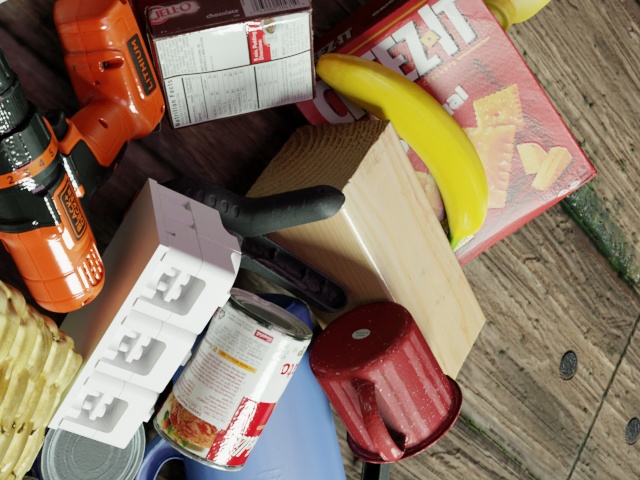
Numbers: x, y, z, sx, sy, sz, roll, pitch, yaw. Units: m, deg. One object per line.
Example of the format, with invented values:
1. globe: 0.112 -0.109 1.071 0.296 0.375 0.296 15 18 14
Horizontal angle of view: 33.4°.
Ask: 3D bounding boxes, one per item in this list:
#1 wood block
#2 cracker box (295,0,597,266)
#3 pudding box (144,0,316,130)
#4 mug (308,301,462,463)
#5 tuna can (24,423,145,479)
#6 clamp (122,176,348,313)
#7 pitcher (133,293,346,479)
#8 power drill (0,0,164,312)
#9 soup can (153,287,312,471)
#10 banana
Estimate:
1. wood block: 0.040 0.016 0.826 0.090 0.091 0.206 -56 131 -35
2. cracker box: 0.096 -0.095 0.855 0.164 0.072 0.213 -34 114 12
3. pudding box: -0.061 -0.130 0.750 0.113 0.039 0.090 -12 144 -7
4. mug: 0.043 0.104 0.755 0.081 0.093 0.117 60 20 -26
5. tuna can: -0.168 0.146 0.759 0.085 0.034 0.086 -7 100 -40
6. clamp: -0.055 0.001 0.764 0.039 0.172 0.120 -59 149 -43
7. pitcher: -0.054 0.171 0.810 0.149 0.145 0.243 -23 107 -50
8. power drill: -0.160 -0.078 0.649 0.187 0.057 0.184 -74 158 -49
9. soup can: -0.057 0.091 0.705 0.068 0.069 0.102 22 99 -41
10. banana: 0.075 -0.070 0.804 0.070 0.037 0.197 -29 113 15
